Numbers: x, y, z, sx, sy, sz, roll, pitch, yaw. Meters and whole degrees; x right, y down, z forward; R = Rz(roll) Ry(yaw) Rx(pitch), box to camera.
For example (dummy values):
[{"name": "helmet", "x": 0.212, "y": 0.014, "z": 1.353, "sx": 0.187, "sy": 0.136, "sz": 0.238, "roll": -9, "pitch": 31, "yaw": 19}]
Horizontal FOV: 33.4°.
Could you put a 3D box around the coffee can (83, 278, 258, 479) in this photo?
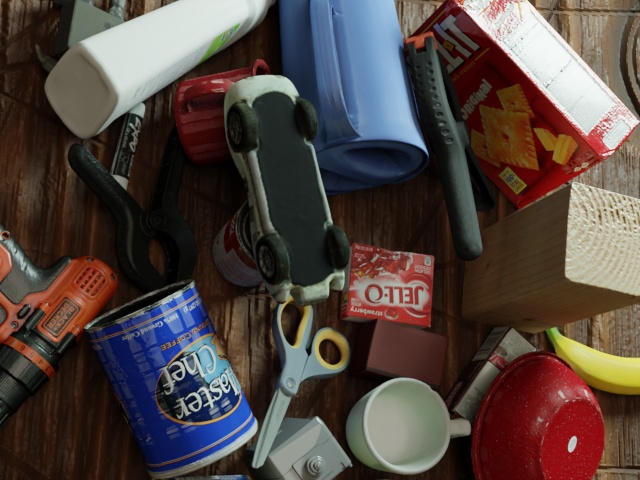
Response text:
[{"name": "coffee can", "x": -0.127, "y": 0.117, "z": 0.913, "sx": 0.102, "sy": 0.103, "sz": 0.140, "roll": -26, "pitch": 97, "yaw": -22}]

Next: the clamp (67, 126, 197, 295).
[{"name": "clamp", "x": -0.165, "y": -0.020, "z": 0.970, "sx": 0.120, "sy": 0.039, "sz": 0.171, "roll": -5, "pitch": 83, "yaw": -30}]

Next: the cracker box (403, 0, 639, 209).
[{"name": "cracker box", "x": 0.182, "y": -0.146, "z": 1.060, "sx": 0.213, "sy": 0.164, "sz": 0.072, "roll": 46, "pitch": 66, "yaw": -3}]

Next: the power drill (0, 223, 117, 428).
[{"name": "power drill", "x": -0.295, "y": 0.049, "z": 0.914, "sx": 0.187, "sy": 0.057, "sz": 0.184, "roll": 40, "pitch": 64, "yaw": -8}]

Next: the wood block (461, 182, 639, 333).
[{"name": "wood block", "x": 0.219, "y": 0.023, "z": 1.007, "sx": 0.090, "sy": 0.206, "sz": 0.090, "roll": 13, "pitch": 73, "yaw": -15}]

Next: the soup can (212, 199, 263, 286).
[{"name": "soup can", "x": -0.056, "y": 0.001, "z": 0.978, "sx": 0.068, "sy": 0.102, "sz": 0.068, "roll": 4, "pitch": 76, "yaw": -17}]

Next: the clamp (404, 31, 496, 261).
[{"name": "clamp", "x": 0.127, "y": -0.097, "z": 1.029, "sx": 0.036, "sy": 0.164, "sz": 0.210, "roll": -15, "pitch": 98, "yaw": 18}]

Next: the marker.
[{"name": "marker", "x": -0.180, "y": -0.100, "z": 1.007, "sx": 0.020, "sy": 0.020, "sz": 0.121, "roll": 15, "pitch": 72, "yaw": -15}]

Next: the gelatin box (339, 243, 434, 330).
[{"name": "gelatin box", "x": 0.066, "y": 0.046, "z": 1.046, "sx": 0.089, "sy": 0.030, "sz": 0.073, "roll": 10, "pitch": 74, "yaw": -16}]

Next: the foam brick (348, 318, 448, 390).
[{"name": "foam brick", "x": 0.074, "y": 0.111, "z": 1.021, "sx": 0.078, "sy": 0.053, "sz": 0.051, "roll": 16, "pitch": 72, "yaw": -15}]

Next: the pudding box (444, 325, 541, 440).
[{"name": "pudding box", "x": 0.184, "y": 0.153, "z": 1.055, "sx": 0.090, "sy": 0.039, "sz": 0.113, "roll": 41, "pitch": 71, "yaw": -8}]

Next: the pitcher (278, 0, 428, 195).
[{"name": "pitcher", "x": 0.020, "y": -0.177, "z": 1.022, "sx": 0.144, "sy": 0.149, "sz": 0.243, "roll": 3, "pitch": 70, "yaw": -30}]

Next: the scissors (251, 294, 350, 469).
[{"name": "scissors", "x": -0.014, "y": 0.134, "z": 0.961, "sx": 0.096, "sy": 0.016, "sz": 0.201, "roll": 28, "pitch": 41, "yaw": -24}]

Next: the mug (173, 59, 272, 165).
[{"name": "mug", "x": -0.088, "y": -0.118, "z": 0.984, "sx": 0.081, "sy": 0.117, "sz": 0.093, "roll": -9, "pitch": 76, "yaw": 13}]

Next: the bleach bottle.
[{"name": "bleach bottle", "x": -0.134, "y": -0.186, "z": 0.997, "sx": 0.068, "sy": 0.103, "sz": 0.250, "roll": 53, "pitch": 49, "yaw": -3}]

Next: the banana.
[{"name": "banana", "x": 0.324, "y": 0.126, "z": 1.108, "sx": 0.197, "sy": 0.037, "sz": 0.069, "roll": 9, "pitch": 75, "yaw": -16}]

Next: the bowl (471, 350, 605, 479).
[{"name": "bowl", "x": 0.218, "y": 0.188, "z": 1.007, "sx": 0.161, "sy": 0.055, "sz": 0.162, "roll": -4, "pitch": 97, "yaw": -37}]
